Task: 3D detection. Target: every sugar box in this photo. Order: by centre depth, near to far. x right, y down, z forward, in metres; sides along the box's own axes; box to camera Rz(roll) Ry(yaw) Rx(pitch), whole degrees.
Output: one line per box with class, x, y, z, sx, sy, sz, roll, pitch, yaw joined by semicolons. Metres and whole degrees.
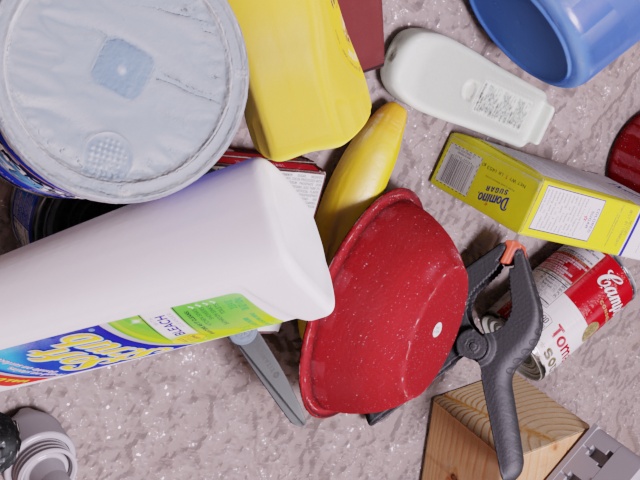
sugar box;0.172;-0.027;0.755;0.175;0.093;0.048;13;106;-40

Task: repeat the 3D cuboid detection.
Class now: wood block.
wood block;0.139;0.225;0.870;0.090;0.091;0.206;-13;121;-32

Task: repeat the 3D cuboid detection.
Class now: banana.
banana;0.016;0.007;0.698;0.069;0.037;0.198;-31;137;-53

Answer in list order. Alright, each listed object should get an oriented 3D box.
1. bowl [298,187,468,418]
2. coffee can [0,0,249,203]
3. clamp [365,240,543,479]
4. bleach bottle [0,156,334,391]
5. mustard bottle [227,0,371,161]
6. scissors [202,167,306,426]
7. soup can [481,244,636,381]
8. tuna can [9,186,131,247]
bowl;0.051;0.050;0.690;0.161;0.055;0.162;-45;147;-42
coffee can;-0.102;-0.069;0.471;0.102;0.140;0.103;-1;93;-22
clamp;0.103;0.080;0.777;0.039;0.120;0.171;36;67;-77
bleach bottle;-0.126;0.035;0.525;0.251;0.068;0.102;-18;159;10
mustard bottle;-0.028;-0.137;0.465;0.058;0.096;0.191;-13;111;9
scissors;-0.066;0.052;0.617;0.096;0.016;0.202;-23;124;-20
soup can;0.183;0.051;0.824;0.102;0.069;0.068;-39;131;-13
tuna can;-0.121;-0.015;0.579;0.086;0.034;0.086;-18;123;-29
